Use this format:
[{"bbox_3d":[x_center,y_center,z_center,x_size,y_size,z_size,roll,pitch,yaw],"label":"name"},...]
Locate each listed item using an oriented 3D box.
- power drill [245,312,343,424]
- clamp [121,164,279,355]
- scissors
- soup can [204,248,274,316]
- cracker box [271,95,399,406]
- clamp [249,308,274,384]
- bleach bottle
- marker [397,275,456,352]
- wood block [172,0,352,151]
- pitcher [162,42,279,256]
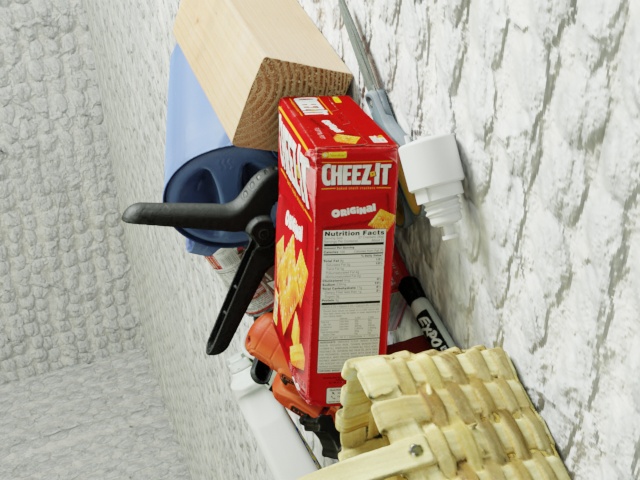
[{"bbox_3d":[0.014,0.148,1.044,0.184,0.057,0.188,33,164,10],"label":"power drill"},{"bbox_3d":[-0.056,0.001,0.983,0.164,0.210,0.036,68,169,-22],"label":"clamp"},{"bbox_3d":[0.046,-0.095,0.871,0.096,0.016,0.202,100,152,-57],"label":"scissors"},{"bbox_3d":[-0.085,0.028,1.226,0.102,0.068,0.069,56,173,-23],"label":"soup can"},{"bbox_3d":[0.005,0.004,0.871,0.164,0.072,0.214,-120,30,-66],"label":"cracker box"},{"bbox_3d":[-0.048,0.096,1.235,0.039,0.120,0.171,50,179,-22],"label":"clamp"},{"bbox_3d":[-0.047,0.254,1.330,0.251,0.068,0.102,62,178,-2],"label":"bleach bottle"},{"bbox_3d":[0.092,0.074,0.856,0.020,0.020,0.121,91,159,-46],"label":"marker"},{"bbox_3d":[-0.061,-0.175,0.994,0.206,0.090,0.090,59,135,45],"label":"wood block"},{"bbox_3d":[-0.104,-0.111,1.115,0.243,0.149,0.145,-100,-16,-45],"label":"pitcher"}]
